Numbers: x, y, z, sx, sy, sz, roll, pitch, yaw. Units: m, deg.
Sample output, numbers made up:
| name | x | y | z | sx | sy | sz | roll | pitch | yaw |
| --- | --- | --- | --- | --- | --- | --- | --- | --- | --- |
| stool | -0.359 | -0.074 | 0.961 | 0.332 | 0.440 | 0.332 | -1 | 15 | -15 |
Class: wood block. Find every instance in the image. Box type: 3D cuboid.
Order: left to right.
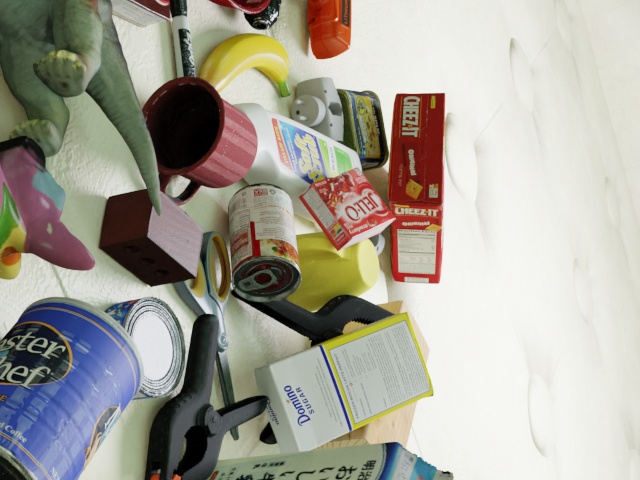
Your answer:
| name | x | y | z | sx | sy | sz | roll | pitch | yaw |
| --- | --- | --- | --- | --- | --- | --- | --- | --- | --- |
| wood block | 0.051 | 0.174 | 1.201 | 0.090 | 0.091 | 0.206 | 61 | 32 | -32 |

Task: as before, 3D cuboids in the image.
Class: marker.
| name | x | y | z | sx | sy | sz | roll | pitch | yaw |
| --- | --- | --- | --- | --- | --- | --- | --- | --- | --- |
| marker | -0.136 | -0.189 | 1.054 | 0.020 | 0.020 | 0.121 | 6 | 75 | -62 |

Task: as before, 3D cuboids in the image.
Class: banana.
| name | x | y | z | sx | sy | sz | roll | pitch | yaw |
| --- | --- | --- | --- | --- | --- | --- | --- | --- | --- |
| banana | -0.077 | -0.189 | 1.148 | 0.197 | 0.037 | 0.069 | -16 | 94 | -63 |

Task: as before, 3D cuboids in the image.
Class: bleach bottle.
| name | x | y | z | sx | sy | sz | roll | pitch | yaw |
| --- | --- | --- | --- | --- | --- | --- | --- | --- | --- |
| bleach bottle | -0.041 | -0.082 | 1.153 | 0.250 | 0.068 | 0.102 | 19 | 64 | -57 |

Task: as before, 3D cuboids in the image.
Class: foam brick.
| name | x | y | z | sx | sy | sz | roll | pitch | yaw |
| --- | --- | --- | --- | --- | --- | --- | --- | --- | --- |
| foam brick | -0.146 | -0.002 | 0.929 | 0.078 | 0.053 | 0.051 | 45 | 43 | -47 |

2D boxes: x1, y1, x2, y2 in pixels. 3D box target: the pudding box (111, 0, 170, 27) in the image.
| name | x | y | z | sx | sy | sz | roll | pitch | yaw |
| --- | --- | --- | --- | --- | --- | --- | --- | --- | --- |
| pudding box | -0.182 | -0.253 | 0.967 | 0.113 | 0.039 | 0.090 | 11 | 71 | -61 |

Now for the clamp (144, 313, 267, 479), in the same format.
| name | x | y | z | sx | sy | sz | roll | pitch | yaw |
| --- | --- | --- | --- | --- | --- | --- | --- | --- | --- |
| clamp | -0.102 | 0.164 | 0.961 | 0.120 | 0.039 | 0.171 | 50 | 46 | -30 |

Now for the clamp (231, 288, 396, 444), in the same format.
| name | x | y | z | sx | sy | sz | roll | pitch | yaw |
| --- | --- | --- | --- | --- | --- | --- | --- | --- | --- |
| clamp | 0.005 | 0.120 | 1.119 | 0.209 | 0.036 | 0.164 | -3 | 86 | -36 |

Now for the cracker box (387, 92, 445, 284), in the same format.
| name | x | y | z | sx | sy | sz | roll | pitch | yaw |
| --- | --- | --- | --- | --- | --- | --- | --- | --- | --- |
| cracker box | 0.124 | -0.063 | 1.372 | 0.214 | 0.072 | 0.164 | 80 | 13 | -61 |

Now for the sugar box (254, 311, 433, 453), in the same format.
| name | x | y | z | sx | sy | sz | roll | pitch | yaw |
| --- | --- | --- | --- | --- | --- | --- | --- | --- | --- |
| sugar box | 0.025 | 0.143 | 1.078 | 0.175 | 0.048 | 0.093 | -17 | 86 | -29 |

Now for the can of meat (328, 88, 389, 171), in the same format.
| name | x | y | z | sx | sy | sz | roll | pitch | yaw |
| --- | --- | --- | --- | --- | --- | --- | --- | --- | --- |
| can of meat | 0.038 | -0.138 | 1.329 | 0.083 | 0.058 | 0.102 | -7 | 86 | -61 |

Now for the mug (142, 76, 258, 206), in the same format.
| name | x | y | z | sx | sy | sz | roll | pitch | yaw |
| --- | --- | --- | --- | --- | --- | --- | --- | --- | --- |
| mug | -0.115 | -0.085 | 0.995 | 0.117 | 0.093 | 0.081 | -65 | 153 | 0 |

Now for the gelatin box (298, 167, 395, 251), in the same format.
| name | x | y | z | sx | sy | sz | roll | pitch | yaw |
| --- | --- | --- | --- | --- | --- | --- | --- | --- | --- |
| gelatin box | 0.030 | -0.035 | 1.143 | 0.089 | 0.030 | 0.073 | -22 | 73 | -50 |

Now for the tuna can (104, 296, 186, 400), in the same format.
| name | x | y | z | sx | sy | sz | roll | pitch | yaw |
| --- | --- | --- | --- | --- | --- | --- | --- | --- | --- |
| tuna can | -0.152 | 0.092 | 0.904 | 0.086 | 0.034 | 0.086 | 31 | 53 | -55 |

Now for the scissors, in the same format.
| name | x | y | z | sx | sy | sz | roll | pitch | yaw |
| --- | --- | --- | --- | --- | --- | --- | --- | --- | --- |
| scissors | -0.109 | 0.086 | 1.010 | 0.096 | 0.016 | 0.202 | 21 | 62 | -57 |

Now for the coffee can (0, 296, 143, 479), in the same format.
| name | x | y | z | sx | sy | sz | roll | pitch | yaw |
| --- | --- | --- | --- | --- | --- | --- | --- | --- | --- |
| coffee can | -0.197 | 0.120 | 0.731 | 0.103 | 0.103 | 0.140 | 65 | 31 | -25 |

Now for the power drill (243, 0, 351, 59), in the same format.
| name | x | y | z | sx | sy | sz | roll | pitch | yaw |
| --- | --- | --- | --- | --- | --- | --- | --- | --- | --- |
| power drill | -0.029 | -0.291 | 1.255 | 0.187 | 0.057 | 0.184 | 38 | 48 | -52 |

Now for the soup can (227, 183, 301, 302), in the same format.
| name | x | y | z | sx | sy | sz | roll | pitch | yaw |
| --- | --- | --- | --- | --- | --- | --- | --- | --- | --- |
| soup can | -0.057 | 0.001 | 1.060 | 0.068 | 0.069 | 0.102 | 50 | 24 | -44 |
